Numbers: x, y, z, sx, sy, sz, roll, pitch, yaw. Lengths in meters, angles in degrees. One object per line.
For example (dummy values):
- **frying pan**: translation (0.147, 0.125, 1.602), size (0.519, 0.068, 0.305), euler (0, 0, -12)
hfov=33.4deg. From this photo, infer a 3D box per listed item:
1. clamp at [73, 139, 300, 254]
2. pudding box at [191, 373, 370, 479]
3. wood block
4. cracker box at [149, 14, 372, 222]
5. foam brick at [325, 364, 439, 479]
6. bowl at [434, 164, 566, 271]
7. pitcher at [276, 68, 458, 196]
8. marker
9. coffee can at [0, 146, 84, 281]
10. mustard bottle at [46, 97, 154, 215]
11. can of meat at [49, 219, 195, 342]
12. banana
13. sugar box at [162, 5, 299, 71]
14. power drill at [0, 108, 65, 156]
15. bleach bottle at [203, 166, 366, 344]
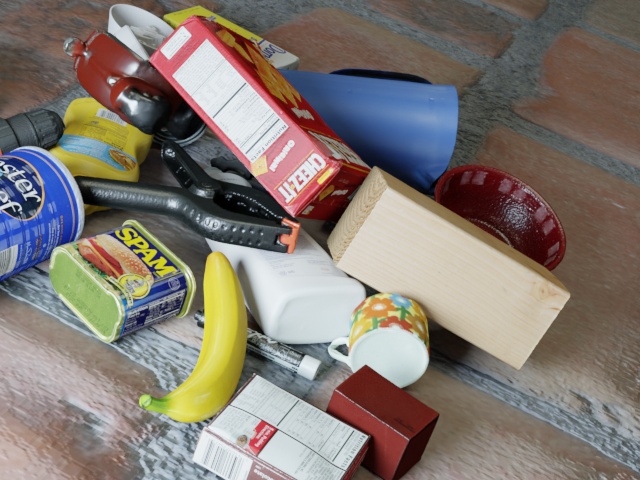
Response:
- **clamp**: translation (-0.119, -0.035, 0.998), size (0.210, 0.036, 0.164), euler (26, 29, 26)
- **pudding box**: translation (-0.028, 0.162, 0.830), size (0.113, 0.039, 0.089), euler (28, 31, 12)
- **wood block**: translation (0.120, 0.025, 1.019), size (0.206, 0.091, 0.090), euler (29, 12, -12)
- **cracker box**: translation (-0.048, -0.118, 1.056), size (0.214, 0.072, 0.164), euler (47, 12, 13)
- **foam brick**: translation (0.047, 0.151, 0.877), size (0.078, 0.051, 0.052), euler (33, 34, 23)
- **bowl**: translation (0.191, -0.009, 1.195), size (0.162, 0.055, 0.162), euler (14, 45, -15)
- **pitcher**: translation (0.034, -0.140, 1.258), size (0.242, 0.145, 0.149), euler (8, 4, -5)
- **marker**: translation (-0.057, 0.091, 0.948), size (0.121, 0.020, 0.020), euler (24, 30, 9)
- **coffee can**: translation (-0.285, -0.014, 0.904), size (0.103, 0.103, 0.140), euler (31, 32, 19)
- **mustard bottle**: translation (-0.231, -0.079, 1.087), size (0.096, 0.058, 0.191), euler (21, 29, -11)
- **can of meat**: translation (-0.175, 0.035, 0.932), size (0.102, 0.057, 0.083), euler (39, 38, 25)
- **banana**: translation (-0.090, 0.087, 0.889), size (0.069, 0.037, 0.197), euler (56, 27, -25)
- **sugar box**: translation (-0.124, -0.261, 1.460), size (0.176, 0.048, 0.093), euler (27, 31, 16)
- **power drill**: translation (-0.361, -0.137, 1.014), size (0.184, 0.057, 0.188), euler (-26, 77, -31)
- **bleach bottle**: translation (-0.057, 0.001, 1.054), size (0.102, 0.068, 0.251), euler (0, 33, -31)
